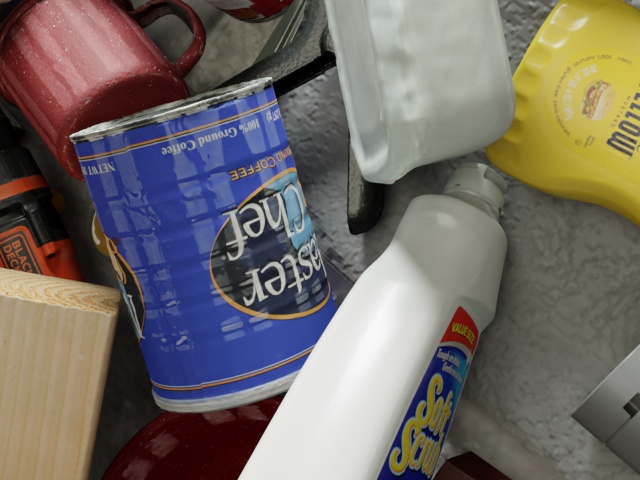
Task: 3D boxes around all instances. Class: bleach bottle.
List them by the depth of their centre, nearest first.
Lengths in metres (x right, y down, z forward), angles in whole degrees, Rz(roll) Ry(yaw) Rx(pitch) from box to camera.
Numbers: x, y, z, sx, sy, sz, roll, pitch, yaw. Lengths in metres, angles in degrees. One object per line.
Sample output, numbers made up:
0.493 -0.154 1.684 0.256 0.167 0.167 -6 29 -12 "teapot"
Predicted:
0.028 0.065 0.481 0.068 0.102 0.250 12 60 28 "bleach bottle"

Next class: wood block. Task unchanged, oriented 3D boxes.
-0.164 0.123 0.542 0.090 0.090 0.206 10 94 -10 "wood block"

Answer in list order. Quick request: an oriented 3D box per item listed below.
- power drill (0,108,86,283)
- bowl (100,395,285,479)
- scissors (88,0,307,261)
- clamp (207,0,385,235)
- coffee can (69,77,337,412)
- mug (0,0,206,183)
-0.236 0.018 0.611 0.187 0.057 0.184 -25 88 3 "power drill"
-0.039 0.161 0.545 0.162 0.055 0.162 -7 67 16 "bowl"
-0.075 -0.057 0.619 0.096 0.016 0.202 18 91 24 "scissors"
0.023 -0.091 0.569 0.120 0.039 0.171 41 98 7 "clamp"
-0.053 0.001 0.531 0.103 0.102 0.140 -11 102 22 "coffee can"
-0.115 -0.092 0.597 0.117 0.093 0.082 -35 59 -9 "mug"
